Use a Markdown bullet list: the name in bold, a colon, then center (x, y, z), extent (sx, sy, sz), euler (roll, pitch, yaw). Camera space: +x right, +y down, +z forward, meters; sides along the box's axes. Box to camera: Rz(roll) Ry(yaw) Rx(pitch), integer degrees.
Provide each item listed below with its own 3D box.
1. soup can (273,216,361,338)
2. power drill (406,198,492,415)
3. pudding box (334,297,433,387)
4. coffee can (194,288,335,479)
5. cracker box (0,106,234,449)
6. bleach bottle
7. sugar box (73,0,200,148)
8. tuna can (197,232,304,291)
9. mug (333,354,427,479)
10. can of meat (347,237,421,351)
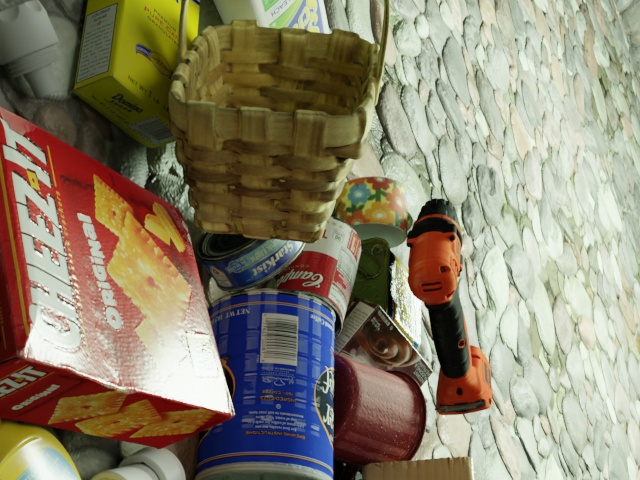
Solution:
- **soup can**: center (-0.004, 0.034, 0.952), extent (0.068, 0.069, 0.102), euler (55, 34, -32)
- **power drill**: center (0.128, 0.065, 1.074), extent (0.184, 0.057, 0.187), euler (-68, 145, -64)
- **pudding box**: center (0.043, 0.120, 0.982), extent (0.090, 0.039, 0.113), euler (-50, 126, -14)
- **coffee can**: center (-0.040, 0.121, 0.810), extent (0.102, 0.103, 0.140), euler (37, 46, -48)
- **cracker box**: center (-0.146, 0.028, 0.643), extent (0.213, 0.072, 0.164), euler (35, 34, -60)
- **bleach bottle**: center (-0.030, -0.189, 0.968), extent (0.102, 0.068, 0.250), euler (-52, 146, -19)
- **sugar box**: center (-0.138, -0.170, 0.837), extent (0.093, 0.048, 0.176), euler (39, 46, -50)
- **tuna can**: center (-0.056, 0.001, 0.859), extent (0.033, 0.086, 0.086), euler (58, 33, -26)
- **mug**: center (0.021, 0.152, 0.874), extent (0.081, 0.093, 0.117), euler (26, 90, -39)
- **can of meat**: center (0.061, 0.062, 1.066), extent (0.083, 0.058, 0.102), euler (44, 41, -46)
